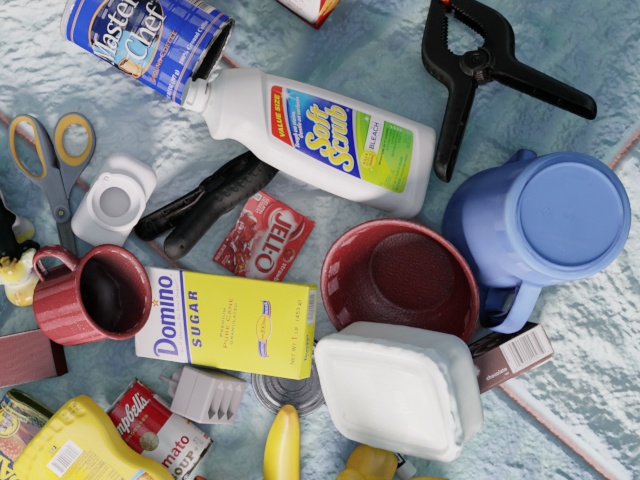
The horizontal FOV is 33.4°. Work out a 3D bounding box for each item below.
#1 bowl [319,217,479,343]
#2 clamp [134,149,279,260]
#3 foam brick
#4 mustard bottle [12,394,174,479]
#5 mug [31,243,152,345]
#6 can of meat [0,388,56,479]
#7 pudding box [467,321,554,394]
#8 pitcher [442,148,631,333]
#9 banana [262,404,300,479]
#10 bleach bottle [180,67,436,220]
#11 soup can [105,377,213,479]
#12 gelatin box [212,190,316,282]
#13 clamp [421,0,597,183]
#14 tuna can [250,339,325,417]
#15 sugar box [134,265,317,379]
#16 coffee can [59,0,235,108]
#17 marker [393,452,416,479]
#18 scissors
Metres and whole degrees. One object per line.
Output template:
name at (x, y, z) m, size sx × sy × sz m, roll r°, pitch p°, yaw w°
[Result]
bowl at (0.084, 0.043, 1.060) m, size 0.162 × 0.055 × 0.162 m, roll 9°, pitch 116°, yaw 18°
clamp at (-0.103, -0.040, 1.051) m, size 0.171 × 0.120 × 0.039 m, roll -37°, pitch 119°, yaw -5°
foam brick at (-0.300, 0.118, 1.068) m, size 0.078 × 0.053 × 0.051 m, roll -11°, pitch 89°, yaw -2°
mustard bottle at (-0.189, 0.242, 1.005) m, size 0.191 × 0.058 × 0.096 m, roll 42°, pitch 91°, yaw 4°
mug at (-0.232, 0.049, 1.033) m, size 0.117 × 0.082 × 0.093 m, roll 48°, pitch 45°, yaw -29°
can of meat at (-0.292, 0.209, 1.065) m, size 0.102 × 0.057 × 0.084 m, roll 33°, pitch 85°, yaw -1°
pudding box at (0.167, 0.120, 1.064) m, size 0.113 × 0.090 × 0.039 m, roll -25°, pitch 91°, yaw -3°
pitcher at (0.196, -0.005, 0.991) m, size 0.145 × 0.243 × 0.149 m, roll -30°, pitch 89°, yaw -3°
banana at (-0.032, 0.261, 1.066) m, size 0.037 × 0.070 × 0.198 m, roll -5°, pitch 88°, yaw -30°
bleach bottle at (-0.015, -0.099, 1.039) m, size 0.250 × 0.068 × 0.102 m, roll 16°, pitch 81°, yaw -19°
soup can at (-0.166, 0.194, 1.063) m, size 0.102 × 0.068 × 0.068 m, roll 39°, pitch 88°, yaw -1°
gelatin box at (-0.057, 0.001, 1.089) m, size 0.073 × 0.030 × 0.089 m, roll 31°, pitch 88°, yaw -1°
clamp at (0.150, -0.163, 1.057) m, size 0.164 × 0.036 × 0.210 m, roll -29°, pitch 63°, yaw 1°
tuna can at (-0.029, 0.137, 1.085) m, size 0.086 × 0.034 × 0.086 m, roll 0°, pitch 89°, yaw -2°
sugar box at (-0.094, 0.080, 1.055) m, size 0.176 × 0.048 × 0.093 m, roll 5°, pitch 88°, yaw 14°
coffee can at (-0.170, -0.210, 1.055) m, size 0.140 × 0.103 × 0.103 m, roll 30°, pitch 88°, yaw -1°
marker at (0.054, 0.194, 1.094) m, size 0.020 × 0.020 × 0.121 m, roll -38°, pitch 90°, yaw -2°
scissors at (-0.250, -0.043, 1.092) m, size 0.096 × 0.016 × 0.202 m, roll -27°, pitch 93°, yaw -6°
